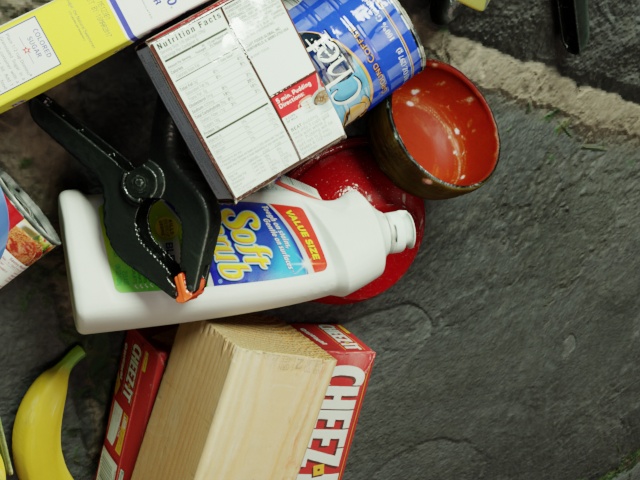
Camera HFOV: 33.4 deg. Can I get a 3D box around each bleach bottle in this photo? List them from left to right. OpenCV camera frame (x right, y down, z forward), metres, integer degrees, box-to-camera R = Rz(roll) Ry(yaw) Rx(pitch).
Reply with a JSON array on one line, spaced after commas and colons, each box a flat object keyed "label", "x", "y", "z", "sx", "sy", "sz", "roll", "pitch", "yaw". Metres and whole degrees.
[{"label": "bleach bottle", "x": -0.055, "y": 0.001, "z": 0.768, "sx": 0.250, "sy": 0.102, "sz": 0.068, "roll": -8, "pitch": 164, "yaw": -15}]

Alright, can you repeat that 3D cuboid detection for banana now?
[{"label": "banana", "x": -0.213, "y": 0.177, "z": 0.865, "sx": 0.069, "sy": 0.037, "sz": 0.198, "roll": -14, "pitch": 128, "yaw": -25}]

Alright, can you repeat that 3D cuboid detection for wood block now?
[{"label": "wood block", "x": -0.076, "y": 0.162, "z": 0.800, "sx": 0.090, "sy": 0.091, "sz": 0.206, "roll": 12, "pitch": 102, "yaw": -36}]

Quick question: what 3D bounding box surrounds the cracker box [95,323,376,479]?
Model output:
[{"label": "cracker box", "x": -0.070, "y": 0.156, "z": 0.906, "sx": 0.213, "sy": 0.072, "sz": 0.164, "roll": 4, "pitch": 108, "yaw": -34}]

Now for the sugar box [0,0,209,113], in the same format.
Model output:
[{"label": "sugar box", "x": -0.151, "y": -0.125, "z": 0.650, "sx": 0.176, "sy": 0.093, "sz": 0.048, "roll": -28, "pitch": 103, "yaw": -12}]

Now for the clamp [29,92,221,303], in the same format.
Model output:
[{"label": "clamp", "x": -0.105, "y": -0.047, "z": 0.690, "sx": 0.120, "sy": 0.171, "sz": 0.039, "roll": -29, "pitch": 180, "yaw": 21}]

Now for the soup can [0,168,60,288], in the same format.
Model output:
[{"label": "soup can", "x": -0.234, "y": 0.007, "z": 0.710, "sx": 0.102, "sy": 0.069, "sz": 0.068, "roll": -39, "pitch": 134, "yaw": -3}]

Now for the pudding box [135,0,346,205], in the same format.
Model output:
[{"label": "pudding box", "x": -0.047, "y": -0.091, "z": 0.659, "sx": 0.090, "sy": 0.039, "sz": 0.113, "roll": -31, "pitch": 103, "yaw": -16}]

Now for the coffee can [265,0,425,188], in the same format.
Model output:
[{"label": "coffee can", "x": -0.013, "y": -0.118, "z": 0.743, "sx": 0.140, "sy": 0.103, "sz": 0.102, "roll": -38, "pitch": 134, "yaw": -6}]

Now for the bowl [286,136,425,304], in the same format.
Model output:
[{"label": "bowl", "x": 0.030, "y": -0.003, "z": 0.887, "sx": 0.161, "sy": 0.055, "sz": 0.162, "roll": -17, "pitch": 128, "yaw": -23}]
